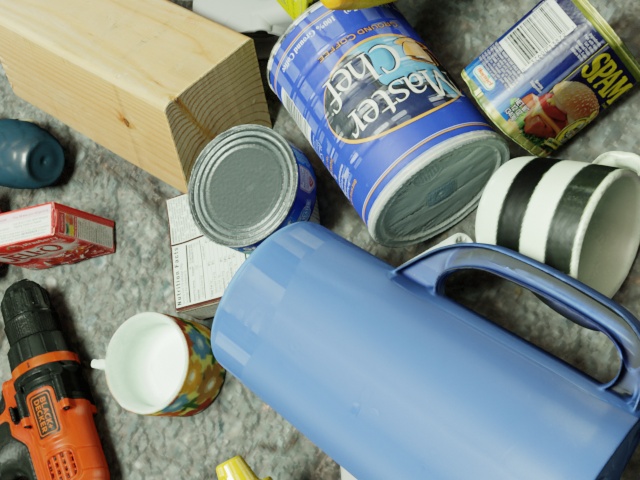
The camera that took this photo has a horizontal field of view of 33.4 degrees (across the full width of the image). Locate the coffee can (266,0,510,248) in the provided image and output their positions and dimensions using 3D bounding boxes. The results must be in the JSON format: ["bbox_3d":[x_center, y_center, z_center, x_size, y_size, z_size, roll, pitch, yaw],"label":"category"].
[{"bbox_3d":[0.042,-0.081,0.698,0.103,0.102,0.140,-41,63,15],"label":"coffee can"}]

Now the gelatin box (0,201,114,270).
[{"bbox_3d":[-0.219,-0.002,0.838,0.089,0.073,0.030,-12,73,26],"label":"gelatin box"}]

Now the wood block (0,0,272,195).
[{"bbox_3d":[-0.147,-0.128,0.800,0.206,0.091,0.090,30,59,30],"label":"wood block"}]

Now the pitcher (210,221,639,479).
[{"bbox_3d":[0.061,0.081,0.620,0.243,0.145,0.149,33,60,23],"label":"pitcher"}]

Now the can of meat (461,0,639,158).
[{"bbox_3d":[0.142,-0.101,0.651,0.084,0.102,0.057,-40,64,17],"label":"can of meat"}]

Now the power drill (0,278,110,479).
[{"bbox_3d":[-0.265,0.142,0.825,0.188,0.057,0.184,-28,66,10],"label":"power drill"}]

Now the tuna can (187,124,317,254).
[{"bbox_3d":[-0.046,-0.034,0.729,0.086,0.033,0.086,-7,74,26],"label":"tuna can"}]

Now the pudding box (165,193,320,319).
[{"bbox_3d":[-0.055,0.001,0.770,0.114,0.039,0.090,-16,71,26],"label":"pudding box"}]
